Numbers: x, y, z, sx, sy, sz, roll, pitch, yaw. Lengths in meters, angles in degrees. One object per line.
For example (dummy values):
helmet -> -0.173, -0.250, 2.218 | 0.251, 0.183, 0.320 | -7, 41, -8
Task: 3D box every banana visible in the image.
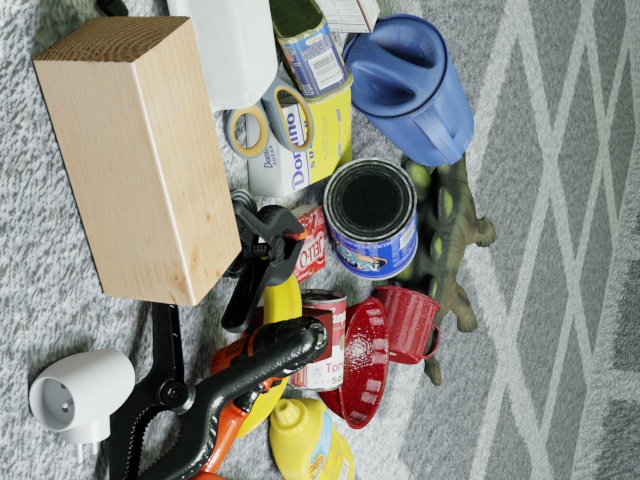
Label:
banana -> -0.053, 0.105, 1.075 | 0.037, 0.070, 0.198 | 11, 85, -44

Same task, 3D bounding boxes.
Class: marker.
marker -> -0.148, -0.166, 0.875 | 0.121, 0.020, 0.020 | 51, 49, -58

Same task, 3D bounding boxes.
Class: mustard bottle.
mustard bottle -> -0.014, 0.233, 1.204 | 0.191, 0.058, 0.096 | 65, 36, -48

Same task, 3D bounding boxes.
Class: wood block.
wood block -> -0.136, -0.062, 0.833 | 0.090, 0.091, 0.206 | -54, 141, -50

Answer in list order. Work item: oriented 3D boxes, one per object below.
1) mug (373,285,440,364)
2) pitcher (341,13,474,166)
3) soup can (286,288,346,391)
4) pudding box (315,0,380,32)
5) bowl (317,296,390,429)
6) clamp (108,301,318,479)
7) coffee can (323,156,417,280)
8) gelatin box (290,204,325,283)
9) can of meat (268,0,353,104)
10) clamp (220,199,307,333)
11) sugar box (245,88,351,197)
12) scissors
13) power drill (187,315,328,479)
mug -> 0.113, 0.119, 1.420 | 0.117, 0.093, 0.081 | 29, 70, -32
pitcher -> 0.126, -0.170, 1.354 | 0.242, 0.145, 0.149 | 35, 66, -66
soup can -> -0.007, 0.110, 1.187 | 0.068, 0.069, 0.102 | -16, 110, -65
pudding box -> 0.003, -0.265, 1.111 | 0.113, 0.090, 0.039 | 56, 45, -54
bowl -> 0.032, 0.146, 1.296 | 0.161, 0.055, 0.162 | 5, 90, -66
clamp -> -0.105, 0.130, 0.886 | 0.210, 0.165, 0.036 | -68, 158, -15
coffee can -> 0.060, -0.022, 1.227 | 0.140, 0.103, 0.103 | 74, 27, -71
gelatin box -> -0.023, 0.004, 1.175 | 0.089, 0.030, 0.073 | -29, 120, -62
can of meat -> -0.016, -0.202, 1.079 | 0.102, 0.057, 0.084 | 63, 0, 45
clamp -> -0.057, 0.001, 1.002 | 0.171, 0.039, 0.120 | -50, 143, -63
sugar box -> -0.019, -0.109, 1.145 | 0.176, 0.048, 0.093 | -35, 126, -62
scissors -> -0.076, -0.166, 1.026 | 0.096, 0.016, 0.201 | -33, 104, -11
power drill -> -0.072, 0.158, 0.948 | 0.057, 0.185, 0.187 | 35, 60, -14
